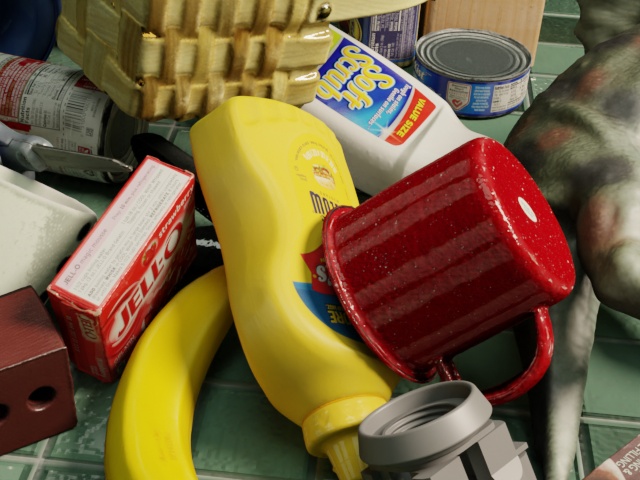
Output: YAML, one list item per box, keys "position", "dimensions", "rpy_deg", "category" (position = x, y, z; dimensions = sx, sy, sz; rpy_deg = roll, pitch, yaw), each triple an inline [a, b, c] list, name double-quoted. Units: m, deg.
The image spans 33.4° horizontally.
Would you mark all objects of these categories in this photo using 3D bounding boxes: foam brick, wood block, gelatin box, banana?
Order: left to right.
- position: [-0.157, 0.065, 0.485]
  dimensions: [0.078, 0.053, 0.051]
  rpy_deg: [-19, 41, -27]
  category: "foam brick"
- position: [-0.093, 0.015, 0.520]
  dimensions: [0.030, 0.073, 0.089]
  rpy_deg: [24, 59, 10]
  category: "gelatin box"
- position: [-0.062, 0.079, 0.484]
  dimensions: [0.069, 0.037, 0.198]
  rpy_deg: [-5, 35, -5]
  category: "banana"
- position: [0.128, -0.245, 0.811]
  dimensions: [0.090, 0.206, 0.091]
  rpy_deg: [3, 36, -1]
  category: "wood block"

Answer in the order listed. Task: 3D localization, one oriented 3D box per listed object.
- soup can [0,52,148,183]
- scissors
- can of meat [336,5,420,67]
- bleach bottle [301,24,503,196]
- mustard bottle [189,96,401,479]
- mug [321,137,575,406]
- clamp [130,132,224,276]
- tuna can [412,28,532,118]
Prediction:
- position: [-0.168, -0.078, 0.671]
  dimensions: [0.102, 0.068, 0.068]
  rpy_deg: [13, 36, 12]
  category: "soup can"
- position: [-0.170, -0.060, 0.574]
  dimensions: [0.016, 0.096, 0.202]
  rpy_deg: [-50, 20, -23]
  category: "scissors"
- position: [0.046, -0.194, 0.837]
  dimensions: [0.057, 0.084, 0.102]
  rpy_deg: [-3, 36, -8]
  category: "can of meat"
- position: [0.034, -0.079, 0.694]
  dimensions: [0.251, 0.068, 0.102]
  rpy_deg: [33, 49, 32]
  category: "bleach bottle"
- position: [-0.005, 0.026, 0.511]
  dimensions: [0.096, 0.058, 0.191]
  rpy_deg: [25, 42, -50]
  category: "mustard bottle"
- position: [0.064, 0.016, 0.479]
  dimensions: [0.093, 0.082, 0.117]
  rpy_deg: [17, 48, -56]
  category: "mug"
- position: [-0.054, 0.001, 0.597]
  dimensions: [0.171, 0.039, 0.120]
  rpy_deg: [16, 54, 15]
  category: "clamp"
- position: [0.111, -0.124, 0.787]
  dimensions: [0.086, 0.034, 0.086]
  rpy_deg: [2, 36, -2]
  category: "tuna can"
